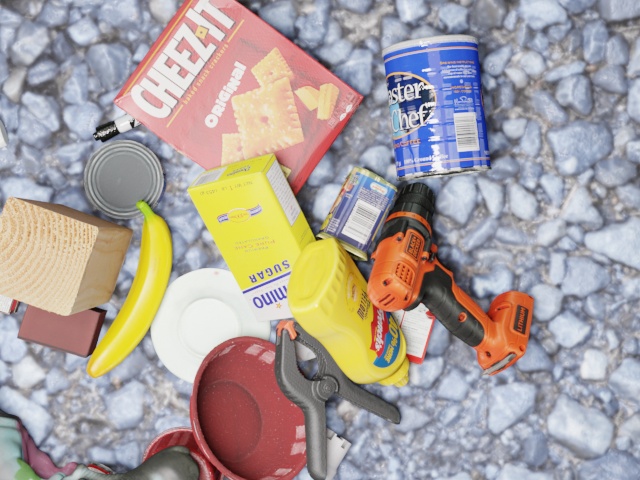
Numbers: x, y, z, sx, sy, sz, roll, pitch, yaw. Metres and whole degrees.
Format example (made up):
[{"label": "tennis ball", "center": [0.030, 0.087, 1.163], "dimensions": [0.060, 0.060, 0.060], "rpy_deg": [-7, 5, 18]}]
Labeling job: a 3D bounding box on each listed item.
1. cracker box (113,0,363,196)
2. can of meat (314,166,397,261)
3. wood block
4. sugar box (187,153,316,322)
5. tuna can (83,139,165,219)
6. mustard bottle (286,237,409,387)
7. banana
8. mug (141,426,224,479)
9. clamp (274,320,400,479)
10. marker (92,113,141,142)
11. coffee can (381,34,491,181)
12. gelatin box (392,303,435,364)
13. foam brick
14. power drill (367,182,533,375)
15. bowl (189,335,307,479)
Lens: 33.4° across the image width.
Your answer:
[{"label": "cracker box", "center": [-0.086, -0.148, 1.133], "dimensions": [0.213, 0.072, 0.164], "rpy_deg": [36, 90, -10]}, {"label": "can of meat", "center": [0.038, -0.028, 1.134], "dimensions": [0.057, 0.102, 0.084], "rpy_deg": [27, 87, -3]}, {"label": "wood block", "center": [-0.260, 0.015, 1.075], "dimensions": [0.091, 0.206, 0.090], "rpy_deg": [19, 89, -1]}, {"label": "sugar box", "center": [-0.057, 0.001, 1.108], "dimensions": [0.093, 0.048, 0.176], "rpy_deg": [-11, 117, 28]}, {"label": "tuna can", "center": [-0.212, -0.066, 1.162], "dimensions": [0.086, 0.034, 0.086], "rpy_deg": [0, 90, -1]}, {"label": "mustard bottle", "center": [0.039, 0.091, 1.096], "dimensions": [0.058, 0.096, 0.191], "rpy_deg": [-16, 131, 28]}, {"label": "banana", "center": [-0.199, 0.055, 1.151], "dimensions": [0.069, 0.037, 0.198], "rpy_deg": [14, 94, -39]}, {"label": "mug", "center": [-0.146, 0.263, 1.139], "dimensions": [0.093, 0.081, 0.117], "rpy_deg": [-23, 91, -1]}, {"label": "clamp", "center": [-0.003, 0.166, 1.128], "dimensions": [0.120, 0.039, 0.171], "rpy_deg": [-43, 99, -26]}, {"label": "marker", "center": [-0.193, -0.139, 1.170], "dimensions": [0.121, 0.020, 0.020], "rpy_deg": [-25, 91, -1]}, {"label": "coffee can", "center": [0.124, -0.139, 1.135], "dimensions": [0.103, 0.103, 0.140], "rpy_deg": [-6, 90, -1]}, {"label": "gelatin box", "center": [0.088, 0.083, 1.170], "dimensions": [0.073, 0.030, 0.089], "rpy_deg": [16, 90, 0]}, {"label": "foam brick", "center": [-0.278, 0.090, 1.152], "dimensions": [0.078, 0.053, 0.051], "rpy_deg": [16, 90, -2]}, {"label": "power drill", "center": [0.139, 0.041, 1.129], "dimensions": [0.187, 0.184, 0.057], "rpy_deg": [36, 133, -13]}, {"label": "bowl", "center": [-0.082, 0.186, 1.131], "dimensions": [0.161, 0.055, 0.162], "rpy_deg": [17, 61, -35]}]
